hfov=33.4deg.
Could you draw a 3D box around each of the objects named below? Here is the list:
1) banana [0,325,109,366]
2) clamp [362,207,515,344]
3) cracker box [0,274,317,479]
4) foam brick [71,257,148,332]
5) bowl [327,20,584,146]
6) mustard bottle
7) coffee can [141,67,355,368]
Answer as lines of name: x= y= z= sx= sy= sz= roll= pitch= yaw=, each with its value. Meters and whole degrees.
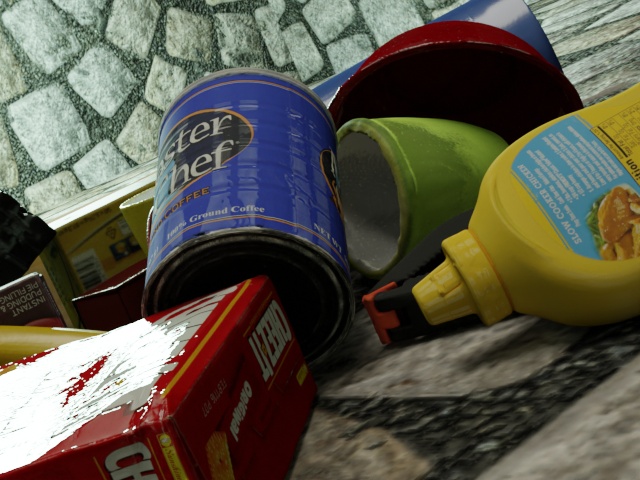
banana: x=-0.140 y=0.066 z=0.568 sx=0.198 sy=0.037 sz=0.069 roll=5 pitch=-2 yaw=11
clamp: x=0.116 y=-0.011 z=0.540 sx=0.210 sy=0.036 sz=0.164 roll=-25 pitch=19 yaw=-1
cracker box: x=-0.121 y=0.095 z=0.440 sx=0.214 sy=0.072 sz=0.164 roll=-20 pitch=11 yaw=13
foam brick: x=-0.124 y=0.045 z=0.752 sx=0.053 sy=0.051 sz=0.078 roll=-16 pitch=13 yaw=40
bowl: x=0.083 y=-0.087 z=0.675 sx=0.162 sy=0.162 sz=0.055 roll=-18 pitch=51 yaw=28
mustard bottle: x=0.126 y=-0.017 z=0.446 sx=0.191 sy=0.058 sz=0.096 roll=-28 pitch=50 yaw=1
coffee can: x=-0.038 y=-0.011 z=0.560 sx=0.103 sy=0.102 sz=0.140 roll=-21 pitch=39 yaw=13
